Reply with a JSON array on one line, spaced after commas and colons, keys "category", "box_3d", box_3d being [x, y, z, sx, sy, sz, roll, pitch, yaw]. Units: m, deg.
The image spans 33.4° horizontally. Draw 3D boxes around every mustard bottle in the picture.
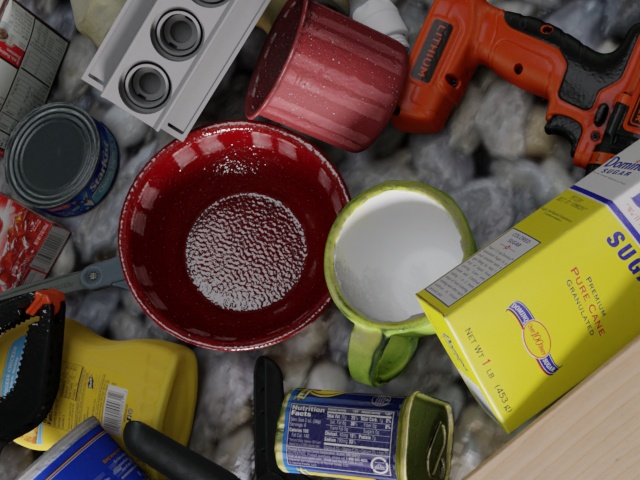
[{"category": "mustard bottle", "box_3d": [-0.184, 0.105, 0.767, 0.192, 0.058, 0.096, 11, 94, 22]}]

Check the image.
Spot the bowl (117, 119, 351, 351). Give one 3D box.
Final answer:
[{"category": "bowl", "box_3d": [-0.055, 0.001, 0.737, 0.162, 0.055, 0.162, -1, 74, 3]}]

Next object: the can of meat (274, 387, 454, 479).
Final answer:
[{"category": "can of meat", "box_3d": [0.029, 0.123, 0.663, 0.084, 0.102, 0.057, 1, 77, 22]}]

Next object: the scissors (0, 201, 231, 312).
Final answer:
[{"category": "scissors", "box_3d": [-0.151, 0.041, 0.782, 0.202, 0.016, 0.096, -28, 74, 3]}]

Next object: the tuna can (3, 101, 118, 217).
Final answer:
[{"category": "tuna can", "box_3d": [-0.201, -0.062, 0.830, 0.086, 0.033, 0.086, -5, 75, 19]}]

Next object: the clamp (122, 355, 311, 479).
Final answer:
[{"category": "clamp", "box_3d": [-0.035, 0.158, 0.698, 0.120, 0.039, 0.171, -35, 81, -29]}]

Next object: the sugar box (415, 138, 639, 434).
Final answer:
[{"category": "sugar box", "box_3d": [0.152, 0.023, 0.617, 0.176, 0.093, 0.048, -34, 25, -6]}]

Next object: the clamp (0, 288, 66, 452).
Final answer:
[{"category": "clamp", "box_3d": [-0.237, 0.124, 0.732, 0.164, 0.036, 0.210, 46, 99, 4]}]

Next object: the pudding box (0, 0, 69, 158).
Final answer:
[{"category": "pudding box", "box_3d": [-0.251, -0.127, 0.835, 0.039, 0.090, 0.113, 17, 82, 21]}]

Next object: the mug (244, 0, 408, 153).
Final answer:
[{"category": "mug", "box_3d": [0.001, -0.108, 0.722, 0.081, 0.117, 0.093, 21, 81, -17]}]

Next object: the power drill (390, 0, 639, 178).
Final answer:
[{"category": "power drill", "box_3d": [0.143, -0.079, 0.698, 0.188, 0.057, 0.184, 23, 88, 22]}]

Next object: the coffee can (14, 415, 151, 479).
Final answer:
[{"category": "coffee can", "box_3d": [-0.136, 0.198, 0.679, 0.103, 0.103, 0.140, -44, 87, 5]}]

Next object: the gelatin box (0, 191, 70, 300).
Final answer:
[{"category": "gelatin box", "box_3d": [-0.248, 0.014, 0.830, 0.073, 0.030, 0.089, 27, 86, 24]}]
